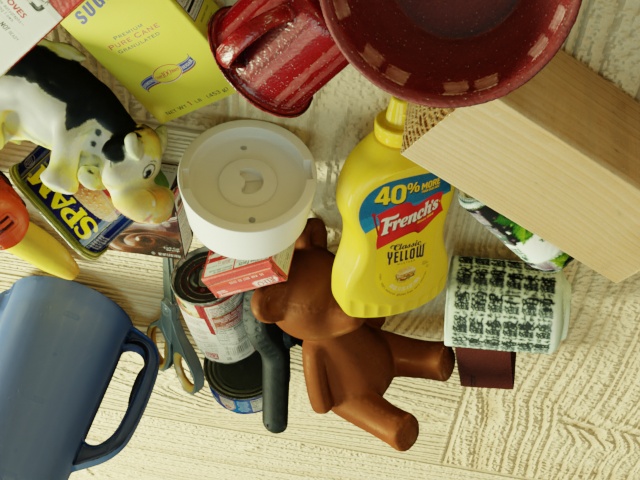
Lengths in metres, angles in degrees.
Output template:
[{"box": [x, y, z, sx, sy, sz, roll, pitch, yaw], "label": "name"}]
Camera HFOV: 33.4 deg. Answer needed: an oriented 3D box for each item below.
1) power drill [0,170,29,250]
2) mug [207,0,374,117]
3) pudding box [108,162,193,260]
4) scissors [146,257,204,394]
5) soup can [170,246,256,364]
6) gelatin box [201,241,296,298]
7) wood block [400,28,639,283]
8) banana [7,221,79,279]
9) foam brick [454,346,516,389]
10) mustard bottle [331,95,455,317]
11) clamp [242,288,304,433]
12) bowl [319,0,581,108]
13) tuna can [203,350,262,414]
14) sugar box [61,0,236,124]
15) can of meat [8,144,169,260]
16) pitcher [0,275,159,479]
[{"box": [-0.310, -0.085, 0.848, 0.187, 0.057, 0.185, 55, 167, -29], "label": "power drill"}, {"box": [-0.022, -0.140, 0.708, 0.082, 0.117, 0.093, -36, 82, 37], "label": "mug"}, {"box": [-0.172, -0.030, 0.936, 0.113, 0.039, 0.090, 5, 140, 7], "label": "pudding box"}, {"box": [-0.138, 0.083, 1.051, 0.096, 0.016, 0.202, 48, 146, 18], "label": "scissors"}, {"box": [-0.096, 0.063, 1.009, 0.068, 0.068, 0.102, 1, 141, 13], "label": "soup can"}, {"box": [-0.056, 0.001, 0.904, 0.073, 0.089, 0.030, -16, 134, 30], "label": "gelatin box"}, {"box": [0.169, -0.066, 0.764, 0.206, 0.090, 0.091, 28, 139, -21], "label": "wood block"}, {"box": [-0.316, -0.015, 0.999, 0.197, 0.037, 0.070, 22, 158, -11], "label": "banana"}, {"box": [0.155, 0.097, 1.000, 0.053, 0.051, 0.078, 2, 140, 14], "label": "foam brick"}, {"box": [0.059, -0.030, 0.839, 0.096, 0.058, 0.192, -12, 129, -17], "label": "mustard bottle"}, {"box": [-0.040, 0.095, 1.000, 0.039, 0.120, 0.171, 0, 135, 27], "label": "clamp"}, {"box": [0.082, -0.166, 0.658, 0.162, 0.055, 0.162, 5, 108, 14], "label": "bowl"}, {"box": [-0.073, 0.131, 1.073, 0.086, 0.086, 0.034, 3, 143, 10], "label": "tuna can"}, {"box": [-0.133, -0.165, 0.753, 0.094, 0.048, 0.176, -18, 134, 34], "label": "sugar box"}, {"box": [-0.184, -0.050, 0.863, 0.084, 0.057, 0.102, -40, 95, 16], "label": "can of meat"}, {"box": [-0.271, 0.168, 1.044, 0.149, 0.242, 0.145, -11, 140, 35], "label": "pitcher"}]
